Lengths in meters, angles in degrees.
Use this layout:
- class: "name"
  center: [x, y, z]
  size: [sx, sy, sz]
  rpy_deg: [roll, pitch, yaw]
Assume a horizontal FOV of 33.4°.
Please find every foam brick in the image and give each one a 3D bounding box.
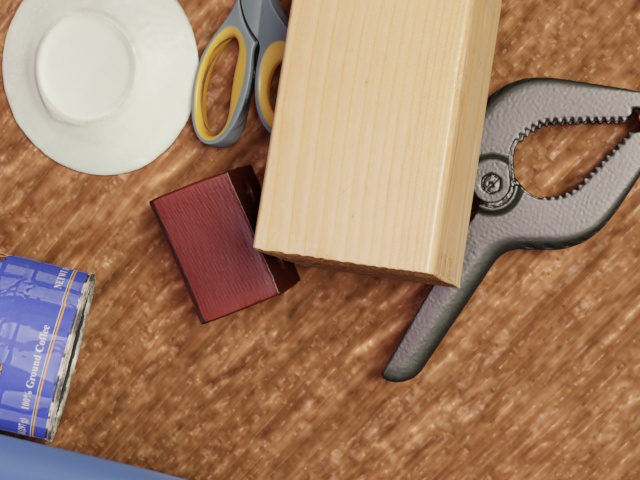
- class: "foam brick"
  center: [-0.054, 0.001, 0.621]
  size: [0.051, 0.053, 0.078]
  rpy_deg: [-23, 92, 15]

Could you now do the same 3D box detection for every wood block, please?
- class: "wood block"
  center: [0.036, -0.086, 0.543]
  size: [0.091, 0.090, 0.206]
  rpy_deg: [7, 85, 17]

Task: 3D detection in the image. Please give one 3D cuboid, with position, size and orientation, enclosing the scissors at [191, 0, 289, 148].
- class: "scissors"
  center: [-0.022, -0.144, 0.601]
  size: [0.096, 0.016, 0.202]
  rpy_deg: [25, 103, 32]

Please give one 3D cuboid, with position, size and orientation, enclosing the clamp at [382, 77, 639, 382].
- class: "clamp"
  center: [0.087, -0.037, 0.590]
  size: [0.210, 0.036, 0.164]
  rpy_deg: [-31, 86, 15]

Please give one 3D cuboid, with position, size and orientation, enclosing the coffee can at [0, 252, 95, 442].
- class: "coffee can"
  center: [-0.212, 0.052, 0.619]
  size: [0.140, 0.103, 0.103]
  rpy_deg: [14, 101, -8]
